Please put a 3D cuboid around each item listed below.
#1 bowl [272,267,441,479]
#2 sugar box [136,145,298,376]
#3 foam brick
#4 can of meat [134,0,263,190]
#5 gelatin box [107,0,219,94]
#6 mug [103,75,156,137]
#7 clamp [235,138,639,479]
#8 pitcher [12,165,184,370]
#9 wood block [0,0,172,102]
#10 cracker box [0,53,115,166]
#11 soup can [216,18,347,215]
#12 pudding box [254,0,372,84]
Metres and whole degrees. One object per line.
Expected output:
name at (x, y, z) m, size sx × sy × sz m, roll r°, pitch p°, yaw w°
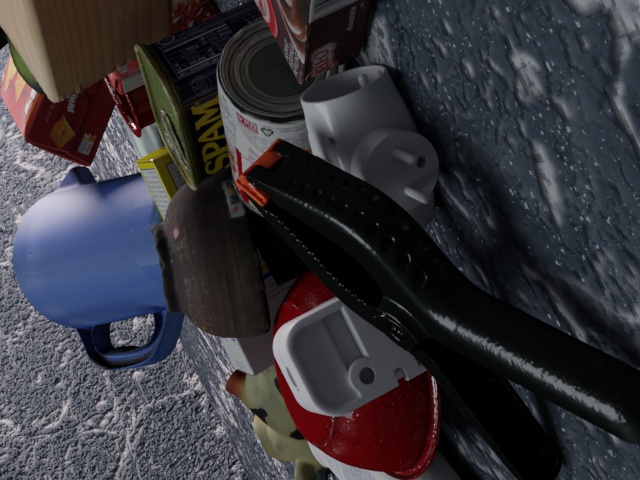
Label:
bowl at (0.012, 0.078, 0.672) m, size 0.162 × 0.055 × 0.162 m, roll 168°, pitch 90°, yaw -67°
sugar box at (-0.055, 0.001, 0.789) m, size 0.048 × 0.093 × 0.176 m, roll 10°, pitch 125°, yaw 61°
foam brick at (-0.018, -0.014, 0.716) m, size 0.053 × 0.051 × 0.078 m, roll 60°, pitch 167°, yaw 19°
can of meat at (-0.056, -0.089, 0.644) m, size 0.057 × 0.084 × 0.102 m, roll 56°, pitch 165°, yaw 29°
gelatin box at (-0.121, -0.155, 0.756) m, size 0.073 × 0.089 × 0.030 m, roll 60°, pitch 167°, yaw 15°
mug at (-0.123, -0.132, 0.828) m, size 0.093 × 0.081 × 0.117 m, roll 58°, pitch 166°, yaw 23°
clamp at (0.048, 0.035, 0.481) m, size 0.210 × 0.036 × 0.164 m, roll 39°, pitch 161°, yaw 17°
pitcher at (-0.151, 0.014, 0.906) m, size 0.149 × 0.144 × 0.243 m, roll 47°, pitch 148°, yaw -23°
wood block at (-0.138, -0.165, 0.573) m, size 0.090 × 0.090 × 0.206 m, roll 55°, pitch 165°, yaw 6°
cracker box at (-0.233, -0.179, 0.998) m, size 0.072 × 0.164 × 0.214 m, roll 20°, pitch -170°, yaw -27°
soup can at (-0.019, -0.064, 0.581) m, size 0.068 × 0.068 × 0.102 m, roll 57°, pitch 166°, yaw 25°
pudding box at (-0.012, -0.135, 0.478) m, size 0.090 × 0.039 × 0.113 m, roll 61°, pitch 167°, yaw 13°
